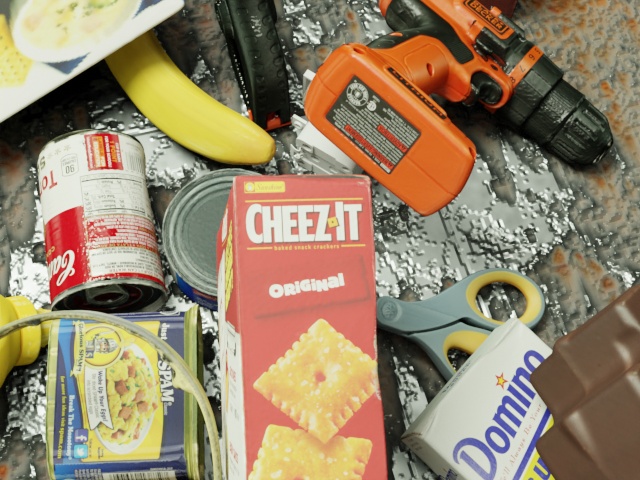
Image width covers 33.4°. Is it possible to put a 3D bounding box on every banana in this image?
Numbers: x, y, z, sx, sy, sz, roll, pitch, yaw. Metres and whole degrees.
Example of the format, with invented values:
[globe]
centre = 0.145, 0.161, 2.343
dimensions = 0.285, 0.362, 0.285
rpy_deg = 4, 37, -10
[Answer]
[banana]
centre = -0.102, -0.114, 0.695
dimensions = 0.037, 0.070, 0.198
rpy_deg = -7, 60, -56

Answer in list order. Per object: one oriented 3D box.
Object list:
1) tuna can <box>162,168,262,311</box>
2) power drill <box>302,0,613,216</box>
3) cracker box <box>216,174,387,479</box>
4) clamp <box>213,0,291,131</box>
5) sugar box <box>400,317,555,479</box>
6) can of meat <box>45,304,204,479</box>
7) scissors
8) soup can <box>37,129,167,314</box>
[tuna can]
centre = -0.054, 0.001, 0.662
dimensions = 0.086, 0.034, 0.086
rpy_deg = 1, 67, -3
[power drill]
centre = 0.087, -0.086, 0.657
dimensions = 0.184, 0.057, 0.187
rpy_deg = 39, 37, 6
[cracker box]
centre = -0.012, 0.087, 0.533
dimensions = 0.072, 0.164, 0.214
rpy_deg = -1, 82, -9
[clamp]
centre = -0.047, -0.147, 0.664
dimensions = 0.039, 0.120, 0.171
rpy_deg = -18, 108, -3
[sugar box]
centre = 0.141, 0.137, 0.599
dimensions = 0.176, 0.048, 0.093
rpy_deg = 43, 71, 3
[can of meat]
centre = -0.110, 0.090, 0.609
dimensions = 0.084, 0.057, 0.102
rpy_deg = -2, 68, -3
[scissors]
centre = 0.054, 0.032, 0.648
dimensions = 0.201, 0.016, 0.096
rpy_deg = 31, 66, -3
[soup can]
centre = -0.132, -0.008, 0.643
dimensions = 0.068, 0.068, 0.102
rpy_deg = -9, 68, -7
